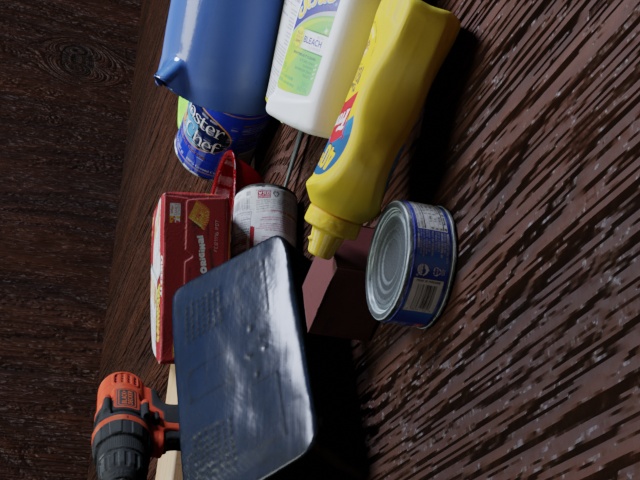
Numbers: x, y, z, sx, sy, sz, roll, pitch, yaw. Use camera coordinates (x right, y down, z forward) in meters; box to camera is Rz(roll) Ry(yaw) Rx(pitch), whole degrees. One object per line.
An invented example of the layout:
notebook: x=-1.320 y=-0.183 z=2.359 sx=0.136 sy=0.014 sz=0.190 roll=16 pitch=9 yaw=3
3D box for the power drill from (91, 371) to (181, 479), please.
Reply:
power drill: x=-0.109 y=0.180 z=0.947 sx=0.184 sy=0.187 sz=0.057 roll=-116 pitch=40 yaw=-67

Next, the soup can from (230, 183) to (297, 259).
soup can: x=-0.057 y=0.001 z=1.086 sx=0.069 sy=0.068 sz=0.102 roll=124 pitch=151 yaw=-57

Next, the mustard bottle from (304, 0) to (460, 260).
mustard bottle: x=0.036 y=-0.076 z=0.758 sx=0.096 sy=0.058 sz=0.192 roll=-114 pitch=46 yaw=-78

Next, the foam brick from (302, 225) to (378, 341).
foam brick: x=0.022 y=0.031 z=0.817 sx=0.051 sy=0.053 sz=0.078 roll=-96 pitch=22 yaw=-44

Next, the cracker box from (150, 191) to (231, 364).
cracker box: x=-0.137 y=0.041 z=1.109 sx=0.214 sy=0.072 sz=0.164 roll=166 pitch=105 yaw=-78

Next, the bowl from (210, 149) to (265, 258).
bowl: x=-0.096 y=-0.023 z=1.258 sx=0.162 sy=0.055 sz=0.162 roll=-171 pitch=90 yaw=-74

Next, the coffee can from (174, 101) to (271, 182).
coffee can: x=-0.114 y=-0.152 z=1.305 sx=0.140 sy=0.102 sz=0.103 roll=121 pitch=154 yaw=-51

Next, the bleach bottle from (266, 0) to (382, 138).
bleach bottle: x=0.027 y=-0.207 z=0.824 sx=0.103 sy=0.068 sz=0.251 roll=36 pitch=115 yaw=59

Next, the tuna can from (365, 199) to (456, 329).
tuna can: x=0.060 y=0.016 z=0.727 sx=0.086 sy=0.033 sz=0.086 roll=-171 pitch=90 yaw=-74

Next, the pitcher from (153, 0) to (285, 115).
pitcher: x=-0.066 y=-0.249 z=1.000 sx=0.149 sy=0.145 sz=0.243 roll=-87 pitch=9 yaw=-66
